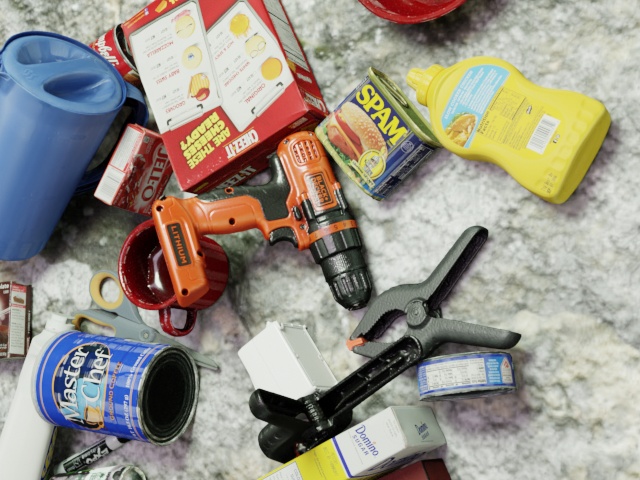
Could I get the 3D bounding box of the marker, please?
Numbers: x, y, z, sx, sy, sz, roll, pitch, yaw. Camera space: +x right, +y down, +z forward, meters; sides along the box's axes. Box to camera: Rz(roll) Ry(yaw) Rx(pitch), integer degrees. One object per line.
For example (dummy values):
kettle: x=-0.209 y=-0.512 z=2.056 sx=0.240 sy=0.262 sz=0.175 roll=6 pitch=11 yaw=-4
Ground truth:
marker: x=-0.240 y=0.227 z=1.157 sx=0.121 sy=0.020 sz=0.020 roll=-32 pitch=68 yaw=20

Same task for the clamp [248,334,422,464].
clamp: x=0.004 y=0.154 z=0.970 sx=0.164 sy=0.210 sz=0.036 roll=-19 pitch=66 yaw=-18

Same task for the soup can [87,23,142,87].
soup can: x=-0.245 y=-0.189 z=1.200 sx=0.102 sy=0.068 sz=0.068 roll=-29 pitch=70 yaw=22

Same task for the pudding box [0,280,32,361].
pudding box: x=-0.391 y=0.098 z=1.248 sx=0.114 sy=0.039 sz=0.090 roll=-8 pitch=78 yaw=27

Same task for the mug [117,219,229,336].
mug: x=-0.147 y=0.041 z=1.101 sx=0.093 sy=0.081 sz=0.117 roll=-12 pitch=76 yaw=26

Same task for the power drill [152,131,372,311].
power drill: x=-0.057 y=0.001 z=1.029 sx=0.187 sy=0.057 sz=0.184 roll=-17 pitch=77 yaw=-12

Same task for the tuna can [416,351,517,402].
tuna can: x=0.128 y=0.120 z=0.937 sx=0.086 sy=0.086 sz=0.034 roll=-12 pitch=75 yaw=26

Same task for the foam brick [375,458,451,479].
foam brick: x=0.078 y=0.235 z=0.964 sx=0.078 sy=0.052 sz=0.051 roll=-29 pitch=69 yaw=22

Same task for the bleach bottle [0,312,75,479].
bleach bottle: x=-0.313 y=0.203 z=1.156 sx=0.068 sy=0.102 sz=0.251 roll=15 pitch=88 yaw=-5

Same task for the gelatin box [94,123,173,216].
gelatin box: x=-0.194 y=-0.075 z=1.151 sx=0.030 sy=0.073 sz=0.089 roll=29 pitch=95 yaw=28

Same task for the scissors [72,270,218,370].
scissors: x=-0.189 y=0.083 z=1.155 sx=0.202 sy=0.016 sz=0.096 roll=2 pitch=83 yaw=29

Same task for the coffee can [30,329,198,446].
coffee can: x=-0.212 y=0.151 z=1.105 sx=0.140 sy=0.102 sz=0.103 roll=5 pitch=84 yaw=28

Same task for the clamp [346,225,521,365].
clamp: x=0.103 y=0.076 z=0.981 sx=0.172 sy=0.039 sz=0.120 roll=-37 pitch=50 yaw=24

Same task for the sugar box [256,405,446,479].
sugar box: x=0.020 y=0.208 z=0.977 sx=0.176 sy=0.093 sz=0.048 roll=-30 pitch=70 yaw=22

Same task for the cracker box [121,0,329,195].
cracker box: x=-0.100 y=-0.175 z=1.118 sx=0.164 sy=0.072 sz=0.214 roll=-30 pitch=70 yaw=22

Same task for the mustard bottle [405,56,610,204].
mustard bottle: x=0.158 y=-0.115 z=0.974 sx=0.192 sy=0.058 sz=0.096 roll=31 pitch=95 yaw=29

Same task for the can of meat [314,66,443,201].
can of meat: x=0.055 y=-0.101 z=1.030 sx=0.084 sy=0.057 sz=0.102 roll=-44 pitch=64 yaw=18

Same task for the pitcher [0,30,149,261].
pitcher: x=-0.303 y=-0.093 z=1.161 sx=0.149 sy=0.144 sz=0.243 roll=35 pitch=124 yaw=2
